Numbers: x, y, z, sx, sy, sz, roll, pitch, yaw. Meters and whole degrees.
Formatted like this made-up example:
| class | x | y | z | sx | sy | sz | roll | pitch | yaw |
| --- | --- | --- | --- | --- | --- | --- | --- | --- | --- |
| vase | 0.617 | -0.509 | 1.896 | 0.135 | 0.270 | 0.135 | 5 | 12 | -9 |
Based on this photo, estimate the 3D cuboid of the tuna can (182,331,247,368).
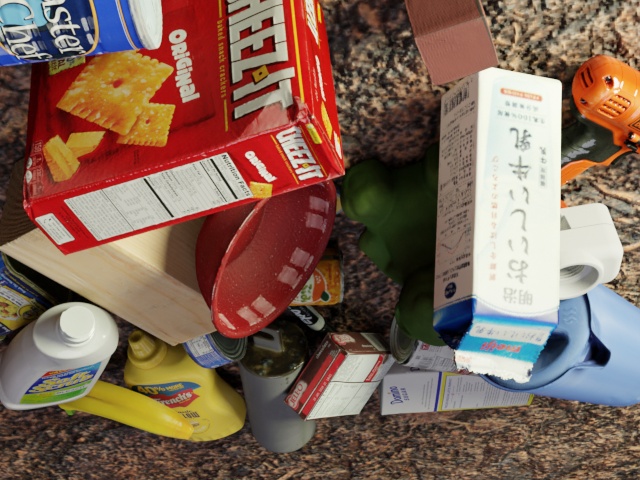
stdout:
| class | x | y | z | sx | sy | sz | roll | pitch | yaw |
| --- | --- | --- | --- | --- | --- | --- | --- | --- | --- |
| tuna can | -0.107 | 0.082 | 1.047 | 0.034 | 0.086 | 0.086 | -20 | 140 | 20 |

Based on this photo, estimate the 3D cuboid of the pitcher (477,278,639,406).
| class | x | y | z | sx | sy | sz | roll | pitch | yaw |
| --- | --- | --- | --- | --- | --- | --- | --- | --- | --- |
| pitcher | 0.245 | 0.094 | 1.063 | 0.145 | 0.149 | 0.242 | -28 | 150 | 29 |

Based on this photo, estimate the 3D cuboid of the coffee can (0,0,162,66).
| class | x | y | z | sx | sy | sz | roll | pitch | yaw |
| --- | --- | --- | --- | --- | --- | --- | --- | --- | --- |
| coffee can | -0.184 | -0.169 | 0.703 | 0.140 | 0.103 | 0.103 | -7 | 142 | 2 |

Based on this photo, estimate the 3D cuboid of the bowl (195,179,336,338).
| class | x | y | z | sx | sy | sz | roll | pitch | yaw |
| --- | --- | --- | --- | --- | --- | --- | --- | --- | --- |
| bowl | -0.056 | 0.001 | 0.909 | 0.055 | 0.162 | 0.162 | 32 | 151 | 25 |

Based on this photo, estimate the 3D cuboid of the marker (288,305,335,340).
| class | x | y | z | sx | sy | sz | roll | pitch | yaw |
| --- | --- | --- | --- | --- | --- | --- | --- | --- | --- |
| marker | -0.018 | 0.072 | 1.099 | 0.020 | 0.020 | 0.121 | -22 | 139 | 20 |

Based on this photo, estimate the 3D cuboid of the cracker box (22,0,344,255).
| class | x | y | z | sx | sy | sz | roll | pitch | yaw |
| --- | --- | --- | --- | --- | --- | --- | --- | --- | --- |
| cracker box | -0.101 | -0.098 | 0.755 | 0.214 | 0.164 | 0.072 | -16 | 143 | 13 |

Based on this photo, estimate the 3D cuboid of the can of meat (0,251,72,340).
| class | x | y | z | sx | sy | sz | roll | pitch | yaw |
| --- | --- | --- | --- | --- | --- | --- | --- | --- | --- |
| can of meat | -0.294 | 0.040 | 0.993 | 0.084 | 0.057 | 0.102 | -23 | 140 | 17 |

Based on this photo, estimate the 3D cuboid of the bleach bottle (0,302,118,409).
| class | x | y | z | sx | sy | sz | roll | pitch | yaw |
| --- | --- | --- | --- | --- | --- | --- | --- | --- | --- |
| bleach bottle | -0.249 | 0.105 | 1.001 | 0.102 | 0.068 | 0.251 | -7 | 166 | -20 |

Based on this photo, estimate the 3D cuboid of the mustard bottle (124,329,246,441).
| class | x | y | z | sx | sy | sz | roll | pitch | yaw |
| --- | --- | --- | --- | --- | --- | --- | --- | --- | --- |
| mustard bottle | -0.156 | 0.151 | 1.150 | 0.096 | 0.058 | 0.191 | -6 | 143 | 19 |

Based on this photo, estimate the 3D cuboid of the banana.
| class | x | y | z | sx | sy | sz | roll | pitch | yaw |
| --- | --- | --- | --- | --- | --- | --- | --- | --- | --- |
| banana | -0.223 | 0.176 | 1.145 | 0.198 | 0.037 | 0.069 | 5 | 157 | 38 |

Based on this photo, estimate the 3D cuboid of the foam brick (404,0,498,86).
| class | x | y | z | sx | sy | sz | roll | pitch | yaw |
| --- | --- | --- | --- | --- | --- | --- | --- | --- | --- |
| foam brick | 0.092 | -0.161 | 0.770 | 0.051 | 0.078 | 0.053 | -17 | 141 | 12 |

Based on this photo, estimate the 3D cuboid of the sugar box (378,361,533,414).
| class | x | y | z | sx | sy | sz | roll | pitch | yaw |
| --- | --- | --- | --- | --- | --- | --- | --- | --- | --- |
| sugar box | 0.154 | 0.153 | 1.206 | 0.176 | 0.048 | 0.093 | -1 | 142 | 0 |

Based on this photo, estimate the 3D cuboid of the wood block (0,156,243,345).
| class | x | y | z | sx | sy | sz | roll | pitch | yaw |
| --- | --- | --- | --- | --- | --- | --- | --- | --- | --- |
| wood block | -0.166 | 0.003 | 0.928 | 0.090 | 0.091 | 0.205 | -21 | 141 | 31 |

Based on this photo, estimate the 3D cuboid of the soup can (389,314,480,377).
| class | x | y | z | sx | sy | sz | roll | pitch | yaw |
| --- | --- | --- | --- | --- | --- | --- | --- | --- | --- |
| soup can | 0.132 | 0.104 | 1.121 | 0.102 | 0.068 | 0.069 | 10 | 139 | -19 |

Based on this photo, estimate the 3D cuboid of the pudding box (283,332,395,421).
| class | x | y | z | sx | sy | sz | roll | pitch | yaw |
| --- | --- | --- | --- | --- | --- | --- | --- | --- | --- |
| pudding box | 0.024 | 0.142 | 1.120 | 0.113 | 0.039 | 0.090 | 10 | 118 | -55 |
